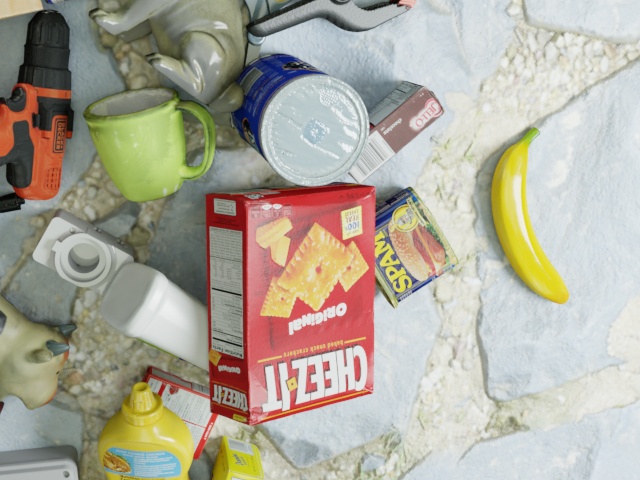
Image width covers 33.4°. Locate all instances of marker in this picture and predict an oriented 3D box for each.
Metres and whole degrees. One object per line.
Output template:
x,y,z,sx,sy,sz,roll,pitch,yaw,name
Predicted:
-0.355,-0.026,1.064,0.121,0.020,0.020,-14,104,-5,marker

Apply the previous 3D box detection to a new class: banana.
0.221,-0.017,1.142,0.069,0.037,0.198,-13,104,-4,banana

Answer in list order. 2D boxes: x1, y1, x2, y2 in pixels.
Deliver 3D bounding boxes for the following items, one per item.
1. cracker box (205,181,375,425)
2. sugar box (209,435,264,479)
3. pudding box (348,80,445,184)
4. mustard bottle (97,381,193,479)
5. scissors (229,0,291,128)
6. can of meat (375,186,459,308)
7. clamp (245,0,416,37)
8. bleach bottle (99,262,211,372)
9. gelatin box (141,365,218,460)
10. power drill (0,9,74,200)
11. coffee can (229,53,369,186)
-0.024,0.055,1.029,0.163,0.072,0.214,-7,101,-40,cracker box
-0.108,0.308,1.136,0.048,0.093,0.176,18,99,-12,sugar box
0.064,-0.111,1.071,0.113,0.090,0.039,-38,103,2,pudding box
-0.178,0.223,1.093,0.096,0.058,0.192,4,123,4,mustard bottle
-0.077,-0.221,1.064,0.096,0.016,0.202,29,97,-12,scissors
0.084,0.006,1.117,0.084,0.057,0.102,-32,105,-3,can of meat
0.008,-0.241,1.051,0.171,0.039,0.120,16,108,-20,clamp
-0.096,0.111,1.074,0.250,0.103,0.068,34,82,-29,bleach bottle
-0.157,0.183,1.134,0.089,0.030,0.073,22,100,-12,gelatin box
-0.294,-0.124,0.972,0.057,0.187,0.184,9,99,23,power drill
-0.024,-0.118,1.022,0.102,0.140,0.103,-5,109,-16,coffee can
